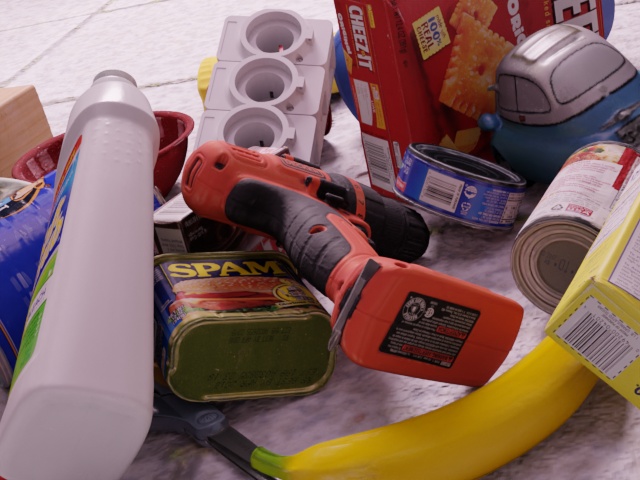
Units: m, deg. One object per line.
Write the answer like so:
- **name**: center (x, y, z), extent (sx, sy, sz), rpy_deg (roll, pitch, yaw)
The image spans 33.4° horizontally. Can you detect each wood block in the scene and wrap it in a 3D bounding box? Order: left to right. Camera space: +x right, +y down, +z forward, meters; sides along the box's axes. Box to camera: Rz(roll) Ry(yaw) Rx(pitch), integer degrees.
- **wood block**: center (-0.340, -0.061, 0.975), extent (0.091, 0.090, 0.205), rpy_deg (-2, 28, 25)

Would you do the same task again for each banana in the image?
- **banana**: center (0.068, 0.083, 0.507), extent (0.197, 0.037, 0.070), rpy_deg (-18, 39, -16)

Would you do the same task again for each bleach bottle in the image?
- **bleach bottle**: center (-0.126, 0.004, 0.595), extent (0.068, 0.103, 0.251), rpy_deg (14, 47, -20)

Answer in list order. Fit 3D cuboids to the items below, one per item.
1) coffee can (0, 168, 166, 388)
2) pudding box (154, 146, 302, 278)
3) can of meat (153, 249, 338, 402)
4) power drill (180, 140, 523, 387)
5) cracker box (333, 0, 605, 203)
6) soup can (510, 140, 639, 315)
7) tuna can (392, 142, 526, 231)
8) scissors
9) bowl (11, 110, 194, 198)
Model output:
- **coffee can**: center (-0.173, 0.014, 0.691), extent (0.140, 0.103, 0.103), rpy_deg (-35, 31, -24)
- **pudding box**: center (-0.055, 0.001, 0.693), extent (0.039, 0.090, 0.113), rpy_deg (7, 32, 40)
- **can of meat**: center (-0.049, 0.048, 0.608), extent (0.102, 0.057, 0.084), rpy_deg (-2, 22, -21)
- **power drill**: center (0.029, 0.011, 0.610), extent (0.184, 0.057, 0.188), rpy_deg (14, 16, -36)
- **cracker box**: center (0.124, -0.143, 0.817), extent (0.213, 0.164, 0.072), rpy_deg (-27, 29, -26)
- **soup can**: center (0.158, -0.007, 0.624), extent (0.069, 0.068, 0.102), rpy_deg (2, 29, 30)
- **tuna can**: center (0.094, -0.037, 0.717), extent (0.086, 0.034, 0.086), rpy_deg (16, 15, -5)
- **scissors**: center (-0.080, 0.103, 0.573), extent (0.096, 0.016, 0.202), rpy_deg (-17, 24, -14)
- **bowl**: center (-0.181, -0.059, 0.927), extent (0.162, 0.055, 0.162), rpy_deg (-12, 25, 5)
